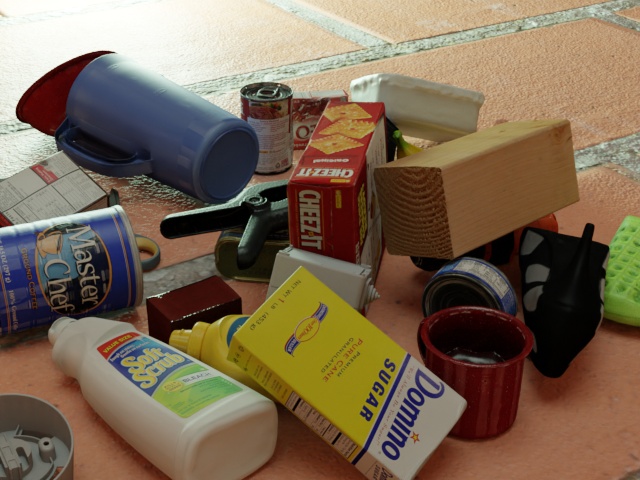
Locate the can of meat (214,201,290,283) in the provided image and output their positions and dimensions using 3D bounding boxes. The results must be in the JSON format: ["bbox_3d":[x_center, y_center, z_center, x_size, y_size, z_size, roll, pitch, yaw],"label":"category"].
[{"bbox_3d":[-0.057,0.001,1.137,0.102,0.057,0.084,4,31,7],"label":"can of meat"}]

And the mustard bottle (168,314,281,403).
[{"bbox_3d":[-0.040,0.104,0.934,0.192,0.058,0.096,9,28,10],"label":"mustard bottle"}]

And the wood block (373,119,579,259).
[{"bbox_3d":[0.160,-0.056,1.072,0.205,0.091,0.090,-22,17,-39],"label":"wood block"}]

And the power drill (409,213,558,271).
[{"bbox_3d":[0.144,-0.029,1.200,0.184,0.057,0.188,-10,33,-27],"label":"power drill"}]

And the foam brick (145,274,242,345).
[{"bbox_3d":[-0.117,0.075,1.002,0.078,0.053,0.051,-20,34,-31],"label":"foam brick"}]

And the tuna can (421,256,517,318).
[{"bbox_3d":[0.138,0.061,0.999,0.086,0.086,0.033,16,33,26],"label":"tuna can"}]

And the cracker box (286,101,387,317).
[{"bbox_3d":[0.021,-0.029,1.081,0.072,0.164,0.213,3,28,11],"label":"cracker box"}]

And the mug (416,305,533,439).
[{"bbox_3d":[0.122,0.109,0.912,0.093,0.081,0.117,-19,34,-32],"label":"mug"}]

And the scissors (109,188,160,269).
[{"bbox_3d":[-0.215,-0.012,1.203,0.096,0.016,0.201,4,28,4],"label":"scissors"}]

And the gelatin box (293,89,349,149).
[{"bbox_3d":[-0.007,-0.161,1.424,0.089,0.073,0.030,-4,28,-9],"label":"gelatin box"}]

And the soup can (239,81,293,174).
[{"bbox_3d":[-0.068,-0.143,1.357,0.068,0.102,0.068,0,28,0],"label":"soup can"}]

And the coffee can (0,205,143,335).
[{"bbox_3d":[-0.254,0.028,1.033,0.140,0.103,0.103,-12,31,-22],"label":"coffee can"}]

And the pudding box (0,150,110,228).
[{"bbox_3d":[-0.304,-0.041,1.185,0.113,0.039,0.090,-35,66,-31],"label":"pudding box"}]

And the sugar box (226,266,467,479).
[{"bbox_3d":[0.021,0.110,0.846,0.176,0.048,0.093,37,58,11],"label":"sugar box"}]

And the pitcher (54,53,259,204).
[{"bbox_3d":[-0.201,-0.129,1.315,0.243,0.149,0.144,28,3,35],"label":"pitcher"}]

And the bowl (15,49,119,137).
[{"bbox_3d":[-0.322,-0.184,1.424,0.161,0.162,0.055,-26,79,-40],"label":"bowl"}]

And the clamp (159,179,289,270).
[{"bbox_3d":[-0.063,-0.020,1.083,0.171,0.039,0.120,-26,43,-34],"label":"clamp"}]

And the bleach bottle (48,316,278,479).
[{"bbox_3d":[-0.154,0.124,0.900,0.251,0.068,0.102,23,29,39],"label":"bleach bottle"}]
